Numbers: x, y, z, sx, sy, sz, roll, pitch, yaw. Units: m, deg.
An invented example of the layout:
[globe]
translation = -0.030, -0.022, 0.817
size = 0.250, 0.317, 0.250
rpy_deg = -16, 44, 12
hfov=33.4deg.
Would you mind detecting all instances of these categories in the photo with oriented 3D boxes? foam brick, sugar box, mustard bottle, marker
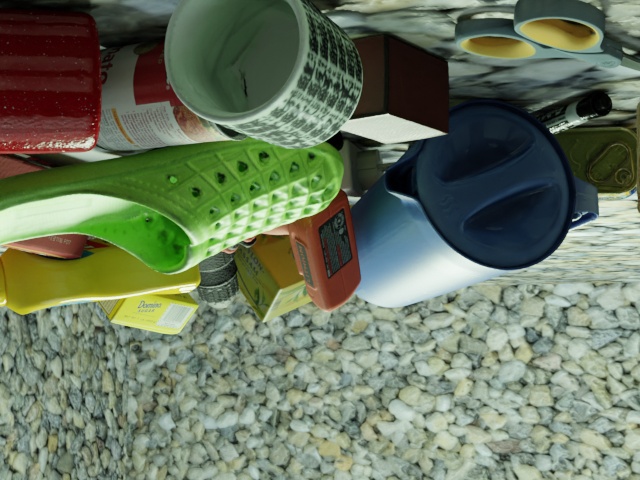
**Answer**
[foam brick]
translation = 0.043, -0.096, 0.691
size = 0.053, 0.051, 0.078
rpy_deg = -4, 172, 35
[sugar box]
translation = -0.204, 0.019, 1.063
size = 0.093, 0.048, 0.176
rpy_deg = 20, -158, -51
[mustard bottle]
translation = -0.205, 0.027, 0.900
size = 0.191, 0.058, 0.096
rpy_deg = -8, -168, -24
[marker]
translation = 0.188, -0.095, 0.831
size = 0.020, 0.020, 0.121
rpy_deg = 3, 173, -18

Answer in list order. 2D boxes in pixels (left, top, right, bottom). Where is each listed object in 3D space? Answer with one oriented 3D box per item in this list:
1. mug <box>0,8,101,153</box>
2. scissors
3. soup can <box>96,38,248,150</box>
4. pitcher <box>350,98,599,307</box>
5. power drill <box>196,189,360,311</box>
[mug]
translation = -0.174, -0.096, 0.622
size = 0.081, 0.093, 0.117
rpy_deg = -2, -154, -19
[scissors]
translation = 0.155, -0.116, 0.662
size = 0.096, 0.016, 0.201
rpy_deg = -1, 174, 33
[soup can]
translation = -0.096, -0.093, 0.672
size = 0.102, 0.068, 0.068
rpy_deg = -2, 173, 30
[pitcher]
translation = 0.108, -0.015, 0.902
size = 0.144, 0.149, 0.243
rpy_deg = -44, -177, -22
[power drill]
translation = -0.056, 0.001, 0.935
size = 0.188, 0.184, 0.057
rpy_deg = 16, -137, 34
